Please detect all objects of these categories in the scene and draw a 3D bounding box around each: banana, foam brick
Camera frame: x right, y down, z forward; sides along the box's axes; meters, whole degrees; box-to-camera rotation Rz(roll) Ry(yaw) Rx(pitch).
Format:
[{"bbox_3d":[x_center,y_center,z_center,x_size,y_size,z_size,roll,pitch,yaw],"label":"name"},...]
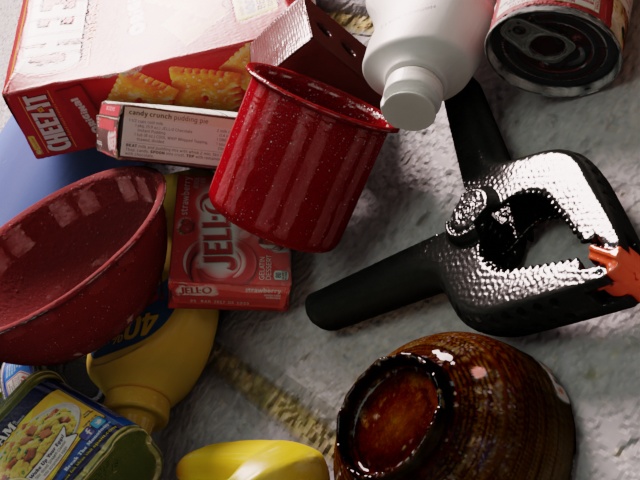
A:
[{"bbox_3d":[-0.033,0.113,0.516,0.198,0.069,0.037,128,153,-77],"label":"banana"},{"bbox_3d":[0.000,-0.105,0.672,0.051,0.078,0.053,-39,37,26],"label":"foam brick"}]

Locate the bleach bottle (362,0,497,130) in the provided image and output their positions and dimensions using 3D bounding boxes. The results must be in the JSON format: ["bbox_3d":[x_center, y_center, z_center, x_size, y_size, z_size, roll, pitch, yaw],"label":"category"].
[{"bbox_3d":[0.066,-0.161,0.626,0.103,0.068,0.250,-20,41,39],"label":"bleach bottle"}]

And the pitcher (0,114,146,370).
[{"bbox_3d":[-0.225,-0.013,0.828,0.145,0.149,0.242,110,179,-62],"label":"pitcher"}]

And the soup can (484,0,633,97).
[{"bbox_3d":[0.127,-0.134,0.549,0.069,0.068,0.102,-13,52,45],"label":"soup can"}]

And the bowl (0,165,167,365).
[{"bbox_3d":[-0.150,0.024,0.638,0.162,0.055,0.162,-23,28,13],"label":"bowl"}]

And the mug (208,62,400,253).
[{"bbox_3d":[-0.008,-0.047,0.616,0.093,0.117,0.081,28,106,18],"label":"mug"}]

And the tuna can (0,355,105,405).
[{"bbox_3d":[-0.163,0.097,0.694,0.034,0.086,0.086,-38,37,21],"label":"tuna can"}]

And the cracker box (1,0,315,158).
[{"bbox_3d":[-0.110,-0.156,0.776,0.214,0.072,0.164,-10,47,7],"label":"cracker box"}]

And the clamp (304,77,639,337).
[{"bbox_3d":[0.075,0.002,0.525,0.164,0.036,0.210,-56,30,2],"label":"clamp"}]

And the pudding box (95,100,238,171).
[{"bbox_3d":[-0.082,-0.065,0.683,0.090,0.113,0.039,-154,69,-69],"label":"pudding box"}]

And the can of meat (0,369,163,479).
[{"bbox_3d":[-0.150,0.132,0.593,0.084,0.057,0.102,19,57,36],"label":"can of meat"}]

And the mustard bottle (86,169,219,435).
[{"bbox_3d":[-0.107,0.048,0.691,0.096,0.058,0.191,-21,47,32],"label":"mustard bottle"}]

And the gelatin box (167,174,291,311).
[{"bbox_3d":[-0.054,0.001,0.654,0.030,0.073,0.089,97,174,-49],"label":"gelatin box"}]
